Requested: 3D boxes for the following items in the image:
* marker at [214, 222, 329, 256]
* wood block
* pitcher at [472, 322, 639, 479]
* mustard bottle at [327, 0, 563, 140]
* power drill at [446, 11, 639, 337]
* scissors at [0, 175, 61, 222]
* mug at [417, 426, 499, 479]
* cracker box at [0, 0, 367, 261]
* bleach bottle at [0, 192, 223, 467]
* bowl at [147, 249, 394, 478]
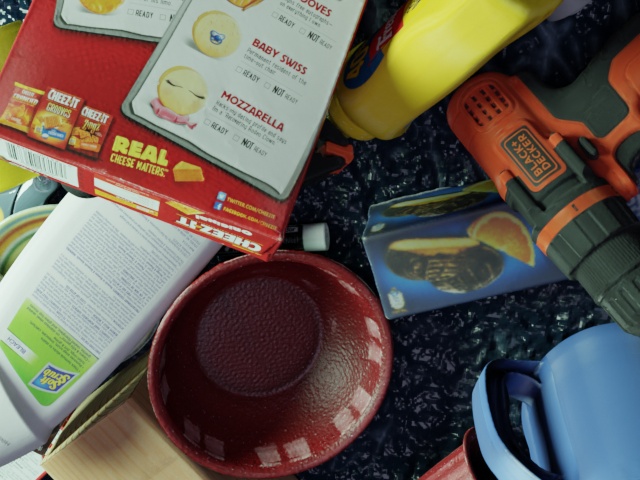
[{"bbox_3d":[-0.055,0.001,0.717,0.121,0.020,0.020,-4,110,10],"label":"marker"},{"bbox_3d":[-0.083,0.185,0.754,0.091,0.090,0.206,-37,102,20],"label":"wood block"},{"bbox_3d":[0.180,0.150,0.620,0.149,0.242,0.145,-20,105,14],"label":"pitcher"},{"bbox_3d":[0.059,-0.109,0.608,0.058,0.096,0.192,37,142,-12],"label":"mustard bottle"},{"bbox_3d":[0.188,-0.062,0.586,0.187,0.057,0.184,-37,67,4],"label":"power drill"},{"bbox_3d":[-0.181,-0.022,0.728,0.202,0.016,0.096,-26,107,17],"label":"scissors"},{"bbox_3d":[0.111,0.192,0.737,0.117,0.093,0.082,22,124,-41],"label":"mug"},{"bbox_3d":[-0.066,-0.117,0.585,0.164,0.072,0.213,20,75,-5],"label":"cracker box"},{"bbox_3d":[-0.162,0.042,0.664,0.102,0.068,0.250,43,82,-9],"label":"bleach bottle"},{"bbox_3d":[-0.036,0.074,0.708,0.162,0.055,0.162,-4,109,-13],"label":"bowl"}]
